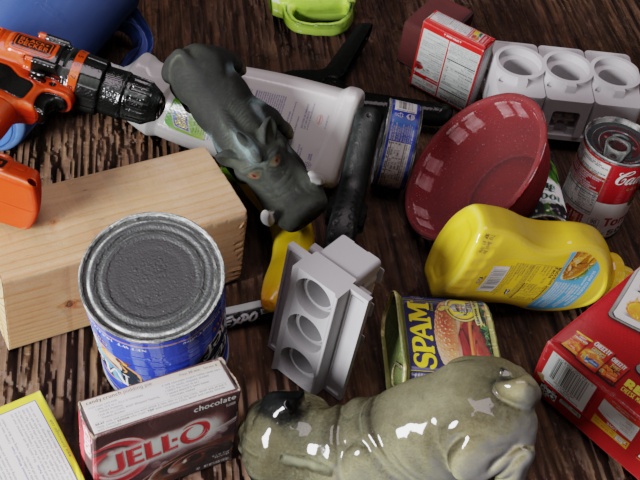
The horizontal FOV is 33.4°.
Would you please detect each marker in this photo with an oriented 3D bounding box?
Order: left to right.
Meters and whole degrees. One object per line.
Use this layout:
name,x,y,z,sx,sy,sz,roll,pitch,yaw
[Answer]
marker,-0.072,0.064,0.903,0.121,0.020,0.020,-11,50,-20

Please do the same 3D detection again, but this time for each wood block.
wood block,-0.175,0.003,0.892,0.205,0.091,0.090,-17,52,-24

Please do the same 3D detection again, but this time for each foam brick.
foam brick,0.128,-0.229,1.194,0.051,0.053,0.078,29,48,16

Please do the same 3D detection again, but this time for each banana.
banana,-0.039,-0.005,0.954,0.069,0.037,0.198,-12,40,-10

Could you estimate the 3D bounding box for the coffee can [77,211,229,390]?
coffee can,-0.121,0.056,0.802,0.102,0.140,0.103,1,62,-3

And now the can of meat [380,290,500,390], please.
can of meat,0.099,0.094,0.880,0.084,0.057,0.102,5,46,-9

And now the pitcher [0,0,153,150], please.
pitcher,-0.276,-0.196,1.050,0.149,0.145,0.242,10,48,16

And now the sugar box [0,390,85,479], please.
sugar box,-0.258,0.182,0.740,0.176,0.048,0.093,-22,55,-23

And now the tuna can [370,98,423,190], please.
tuna can,0.073,-0.092,1.031,0.033,0.086,0.086,12,46,-1

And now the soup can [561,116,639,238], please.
soup can,0.271,-0.058,1.022,0.068,0.102,0.068,5,46,-6

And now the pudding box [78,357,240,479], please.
pudding box,-0.118,0.139,0.774,0.113,0.090,0.039,-17,52,-25

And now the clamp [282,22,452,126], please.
clamp,0.012,-0.158,1.115,0.209,0.036,0.165,-16,53,-20

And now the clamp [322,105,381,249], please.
clamp,0.025,-0.033,0.948,0.039,0.120,0.171,7,49,5

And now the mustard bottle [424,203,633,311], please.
mustard bottle,0.194,0.021,0.931,0.191,0.096,0.058,9,45,-23

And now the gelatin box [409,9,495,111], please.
gelatin box,0.138,-0.189,1.132,0.073,0.089,0.030,31,52,18

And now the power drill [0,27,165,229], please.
power drill,-0.234,-0.095,0.872,0.184,0.057,0.187,17,44,-3

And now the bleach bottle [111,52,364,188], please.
bleach bottle,-0.091,-0.130,1.023,0.251,0.102,0.068,17,7,5

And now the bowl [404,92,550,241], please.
bowl,0.157,-0.057,0.997,0.055,0.162,0.162,36,35,-33
